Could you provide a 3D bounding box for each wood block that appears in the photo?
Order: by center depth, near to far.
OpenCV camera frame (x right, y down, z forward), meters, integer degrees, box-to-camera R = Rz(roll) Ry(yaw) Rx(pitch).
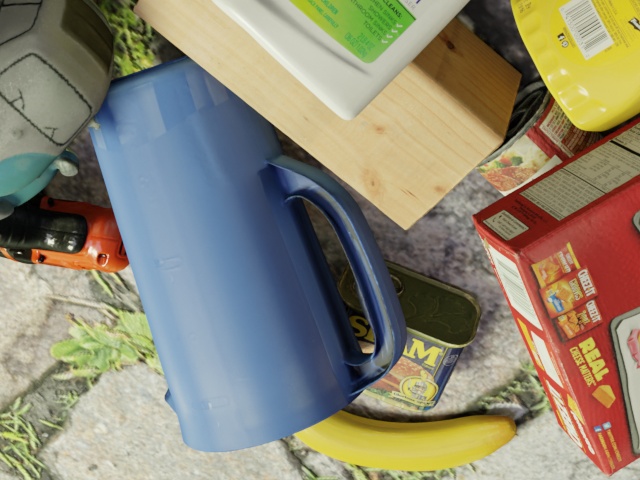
[{"bbox_3d":[0.008,-0.117,0.628,0.206,0.090,0.090,38,128,-10],"label":"wood block"}]

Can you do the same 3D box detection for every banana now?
[{"bbox_3d":[0.052,0.151,0.842,0.198,0.037,0.070,10,128,12],"label":"banana"}]

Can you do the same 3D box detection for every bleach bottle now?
[{"bbox_3d":[0.063,-0.182,0.523,0.102,0.068,0.251,41,97,-12],"label":"bleach bottle"}]

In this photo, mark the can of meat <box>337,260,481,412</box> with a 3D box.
[{"bbox_3d":[0.053,0.070,0.771,0.102,0.057,0.084,21,132,4],"label":"can of meat"}]

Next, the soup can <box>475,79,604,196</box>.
[{"bbox_3d":[0.148,-0.039,0.651,0.102,0.068,0.069,41,127,-13],"label":"soup can"}]

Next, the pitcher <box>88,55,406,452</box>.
[{"bbox_3d":[-0.054,0.001,0.685,0.149,0.145,0.243,-21,102,-14],"label":"pitcher"}]

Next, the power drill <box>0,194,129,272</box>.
[{"bbox_3d":[-0.245,-0.017,0.733,0.185,0.187,0.057,5,87,35],"label":"power drill"}]
